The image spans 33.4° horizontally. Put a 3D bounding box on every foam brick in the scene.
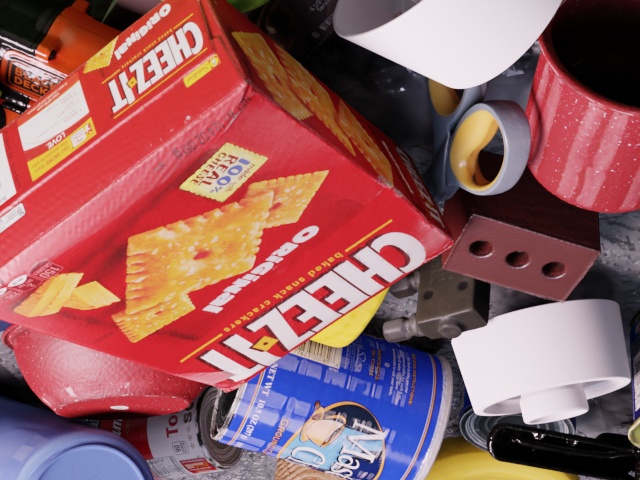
[{"bbox_3d":[0.114,-0.008,0.612,0.078,0.051,0.053,15,141,-6],"label":"foam brick"}]

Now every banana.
[{"bbox_3d":[0.121,0.179,0.814,0.197,0.069,0.037,6,127,-16],"label":"banana"}]

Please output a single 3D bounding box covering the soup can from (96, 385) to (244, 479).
[{"bbox_3d":[-0.119,0.155,0.853,0.102,0.068,0.068,-14,135,27],"label":"soup can"}]

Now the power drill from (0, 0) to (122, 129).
[{"bbox_3d":[-0.169,-0.055,0.563,0.184,0.057,0.188,24,136,0],"label":"power drill"}]

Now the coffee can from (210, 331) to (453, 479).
[{"bbox_3d":[0.007,0.108,0.738,0.140,0.102,0.103,19,140,-10],"label":"coffee can"}]

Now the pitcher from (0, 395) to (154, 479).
[{"bbox_3d":[-0.229,0.184,0.798,0.243,0.149,0.145,-8,103,56],"label":"pitcher"}]

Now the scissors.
[{"bbox_3d":[0.063,-0.052,0.586,0.016,0.096,0.202,-13,175,-15],"label":"scissors"}]

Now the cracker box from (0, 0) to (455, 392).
[{"bbox_3d":[-0.051,-0.008,0.516,0.164,0.072,0.213,-34,149,16],"label":"cracker box"}]

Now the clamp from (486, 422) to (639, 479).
[{"bbox_3d":[0.228,0.157,0.717,0.165,0.036,0.209,14,180,38],"label":"clamp"}]

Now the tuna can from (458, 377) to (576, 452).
[{"bbox_3d":[0.144,0.124,0.780,0.086,0.033,0.086,7,141,5],"label":"tuna can"}]

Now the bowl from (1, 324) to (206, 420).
[{"bbox_3d":[-0.137,0.090,0.739,0.162,0.055,0.162,-4,162,-2],"label":"bowl"}]

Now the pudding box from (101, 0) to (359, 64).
[{"bbox_3d":[-0.045,-0.118,0.524,0.090,0.039,0.114,30,137,-20],"label":"pudding box"}]
